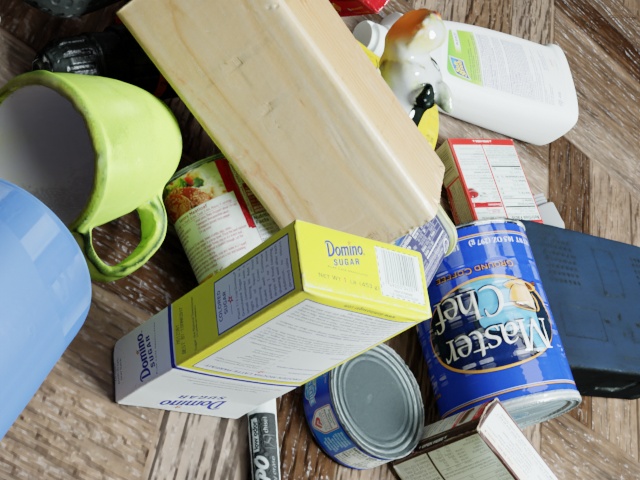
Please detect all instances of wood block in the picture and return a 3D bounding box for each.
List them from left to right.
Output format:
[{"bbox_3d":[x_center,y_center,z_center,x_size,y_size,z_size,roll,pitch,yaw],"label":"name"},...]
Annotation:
[{"bbox_3d":[-0.018,-0.090,0.666,0.206,0.090,0.090,53,22,-14],"label":"wood block"}]

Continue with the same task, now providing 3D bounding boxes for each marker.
[{"bbox_3d":[-0.033,0.151,0.655,0.020,0.020,0.121,18,54,-37],"label":"marker"}]

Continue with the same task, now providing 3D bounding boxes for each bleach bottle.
[{"bbox_3d":[0.130,-0.160,0.980,0.250,0.068,0.102,11,58,-38],"label":"bleach bottle"}]

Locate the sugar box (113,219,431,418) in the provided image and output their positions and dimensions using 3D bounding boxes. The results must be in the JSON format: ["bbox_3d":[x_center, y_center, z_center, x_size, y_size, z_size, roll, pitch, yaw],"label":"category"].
[{"bbox_3d":[-0.032,0.050,0.598,0.093,0.177,0.048,16,58,-39],"label":"sugar box"}]

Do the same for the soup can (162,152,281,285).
[{"bbox_3d":[-0.055,0.001,0.691,0.068,0.069,0.102,-15,77,-48],"label":"soup can"}]

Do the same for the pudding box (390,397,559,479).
[{"bbox_3d":[0.116,0.173,0.735,0.113,0.090,0.039,51,42,-7],"label":"pudding box"}]

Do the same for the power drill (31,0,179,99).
[{"bbox_3d":[-0.135,-0.183,0.733,0.184,0.057,0.188,-14,77,-41],"label":"power drill"}]

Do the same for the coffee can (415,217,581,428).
[{"bbox_3d":[0.124,0.068,0.799,0.102,0.103,0.140,6,62,-43],"label":"coffee can"}]

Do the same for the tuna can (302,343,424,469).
[{"bbox_3d":[0.029,0.112,0.730,0.086,0.034,0.086,24,51,-33],"label":"tuna can"}]

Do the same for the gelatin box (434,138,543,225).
[{"bbox_3d":[0.146,-0.045,0.934,0.073,0.030,0.089,-3,65,-29],"label":"gelatin box"}]
